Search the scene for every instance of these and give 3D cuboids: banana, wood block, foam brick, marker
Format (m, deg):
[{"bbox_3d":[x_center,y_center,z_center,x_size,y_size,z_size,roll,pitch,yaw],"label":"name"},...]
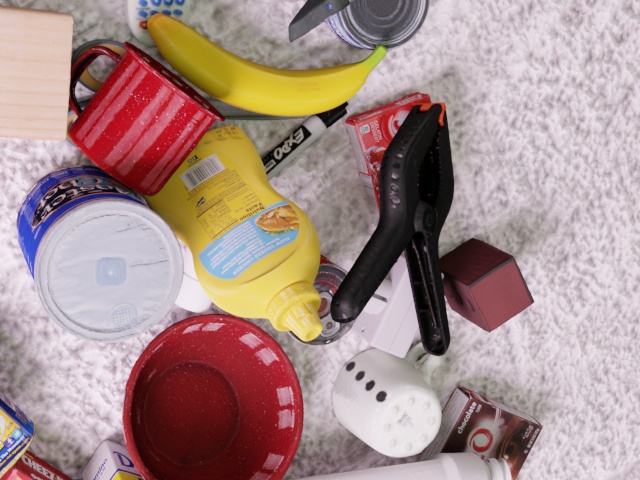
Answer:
[{"bbox_3d":[-0.045,-0.135,0.847,0.197,0.037,0.070,3,108,-24],"label":"banana"},{"bbox_3d":[-0.284,-0.125,0.744,0.205,0.091,0.090,2,103,-22],"label":"wood block"},{"bbox_3d":[0.144,0.039,0.959,0.051,0.078,0.053,-32,111,-10],"label":"foam brick"},{"bbox_3d":[-0.024,-0.078,0.895,0.121,0.020,0.020,-41,114,-7],"label":"marker"}]

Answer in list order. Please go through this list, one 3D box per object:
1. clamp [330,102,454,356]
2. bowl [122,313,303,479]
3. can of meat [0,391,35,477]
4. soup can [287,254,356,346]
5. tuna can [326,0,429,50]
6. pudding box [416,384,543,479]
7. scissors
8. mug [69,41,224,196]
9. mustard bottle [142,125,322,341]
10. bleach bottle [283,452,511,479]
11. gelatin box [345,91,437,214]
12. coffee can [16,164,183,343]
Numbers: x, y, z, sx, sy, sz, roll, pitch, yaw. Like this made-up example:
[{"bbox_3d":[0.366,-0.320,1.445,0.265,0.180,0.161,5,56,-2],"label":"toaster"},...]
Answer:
[{"bbox_3d":[0.079,-0.009,0.881,0.164,0.036,0.210,35,65,-51],"label":"clamp"},{"bbox_3d":[-0.096,0.143,0.889,0.161,0.055,0.162,5,79,-29],"label":"bowl"},{"bbox_3d":[-0.278,0.149,0.805,0.102,0.058,0.084,-46,134,-15],"label":"can of meat"},{"bbox_3d":[-0.017,0.039,0.883,0.068,0.102,0.068,-5,106,-20],"label":"soup can"},{"bbox_3d":[0.047,-0.200,0.882,0.086,0.034,0.086,-5,106,-20],"label":"tuna can"},{"bbox_3d":[0.147,0.206,1.025,0.090,0.039,0.113,24,94,-24],"label":"pudding box"},{"bbox_3d":[-0.111,-0.123,0.851,0.201,0.016,0.096,-15,109,-17],"label":"scissors"},{"bbox_3d":[-0.141,-0.095,0.796,0.117,0.093,0.081,39,96,4],"label":"mug"},{"bbox_3d":[-0.055,0.001,0.813,0.096,0.192,0.058,-32,148,-9],"label":"mustard bottle"},{"bbox_3d":[0.047,0.232,0.949,0.250,0.103,0.068,-8,69,-15],"label":"bleach bottle"},{"bbox_3d":[0.068,-0.075,0.925,0.073,0.030,0.089,-22,111,-15],"label":"gelatin box"},{"bbox_3d":[-0.168,0.006,0.795,0.102,0.140,0.103,-5,106,-20],"label":"coffee can"}]
